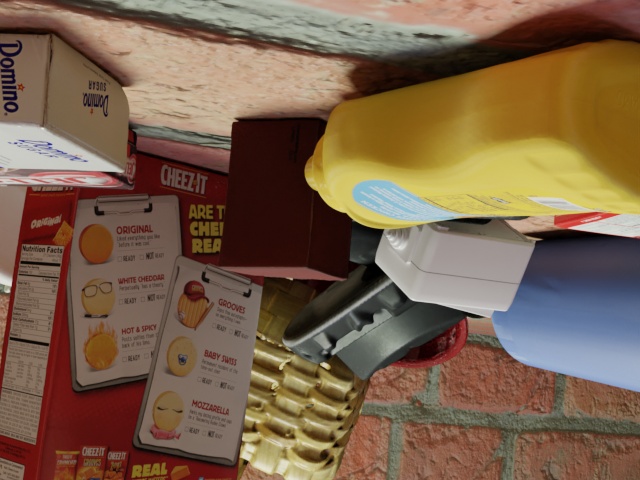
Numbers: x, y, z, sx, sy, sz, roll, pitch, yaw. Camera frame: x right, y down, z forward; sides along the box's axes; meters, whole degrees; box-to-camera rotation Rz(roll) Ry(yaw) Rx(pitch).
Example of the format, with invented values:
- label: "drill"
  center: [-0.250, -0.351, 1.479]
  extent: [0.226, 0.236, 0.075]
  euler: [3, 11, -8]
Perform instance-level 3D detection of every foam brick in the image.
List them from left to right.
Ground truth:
- label: "foam brick"
  center: [-0.015, -0.020, 0.554]
  extent: [0.053, 0.078, 0.051]
  euler: [2, 171, 25]

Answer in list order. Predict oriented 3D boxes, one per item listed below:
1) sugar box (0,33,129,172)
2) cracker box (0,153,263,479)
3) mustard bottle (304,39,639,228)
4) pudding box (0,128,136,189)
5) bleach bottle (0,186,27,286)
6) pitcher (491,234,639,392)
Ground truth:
- label: "sugar box"
  center: [-0.183, -0.061, 0.474]
  extent: [0.176, 0.048, 0.093]
  euler: [0, 173, 10]
- label: "cracker box"
  center: [-0.121, 0.056, 0.701]
  extent: [0.072, 0.214, 0.163]
  euler: [1, 173, 43]
- label: "mustard bottle"
  center: [0.058, -0.036, 0.441]
  extent: [0.096, 0.058, 0.192]
  euler: [8, 173, -37]
- label: "pudding box"
  center: [-0.164, -0.051, 0.564]
  extent: [0.113, 0.039, 0.090]
  euler: [4, 174, 10]
- label: "bleach bottle"
  center: [-0.293, -0.019, 0.814]
  extent: [0.251, 0.068, 0.102]
  euler: [6, 149, 50]
- label: "pitcher"
  center: [0.252, 0.050, 0.809]
  extent: [0.149, 0.145, 0.243]
  euler: [22, 170, -28]
